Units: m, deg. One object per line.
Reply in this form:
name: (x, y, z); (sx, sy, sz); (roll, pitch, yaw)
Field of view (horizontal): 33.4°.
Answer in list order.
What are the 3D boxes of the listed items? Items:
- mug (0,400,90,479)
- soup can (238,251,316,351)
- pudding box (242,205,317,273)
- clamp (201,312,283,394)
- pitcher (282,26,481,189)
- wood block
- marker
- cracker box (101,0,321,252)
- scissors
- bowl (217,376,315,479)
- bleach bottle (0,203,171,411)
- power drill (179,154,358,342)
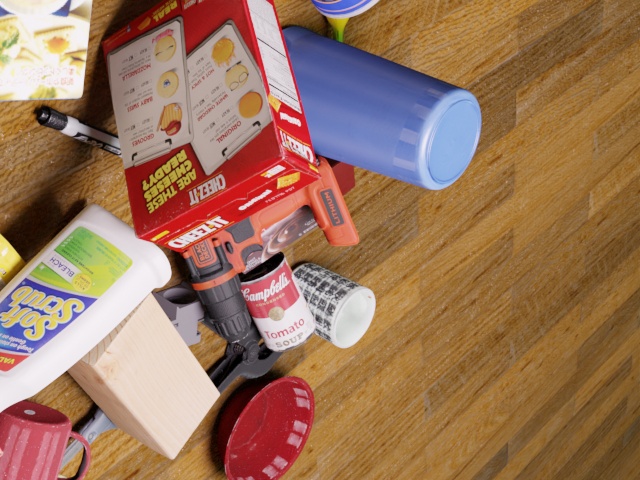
mug: (-0.284, 0.210, 1.055); (0.117, 0.093, 0.081); (16, 93, -23)
soup can: (-0.054, 0.072, 1.267); (0.068, 0.069, 0.102); (-39, 118, -31)
pudding box: (-0.066, -0.025, 1.214); (0.113, 0.039, 0.090); (-35, 140, -1)
clamp: (-0.097, 0.125, 1.293); (0.171, 0.039, 0.120); (-24, 126, -52)
pitcher: (0.052, -0.136, 1.156); (0.148, 0.243, 0.145); (-24, 128, -42)
wood block: (-0.191, 0.125, 1.079); (0.090, 0.090, 0.206); (-53, 147, -22)
marker: (-0.223, -0.103, 1.021); (0.120, 0.020, 0.020); (22, 92, -54)
cracker box: (-0.102, -0.120, 0.957); (0.072, 0.164, 0.214); (22, 47, -54)
scissors: (-0.241, 0.214, 1.164); (0.201, 0.016, 0.096); (-57, 148, -22)
bowl: (-0.080, 0.238, 1.363); (0.161, 0.055, 0.162); (-28, 130, -40)
bleach bottle: (-0.250, 0.086, 0.935); (0.250, 0.103, 0.068); (-50, 164, -22)
power drill: (-0.058, 0.001, 1.152); (0.187, 0.057, 0.184); (-22, 107, -3)
